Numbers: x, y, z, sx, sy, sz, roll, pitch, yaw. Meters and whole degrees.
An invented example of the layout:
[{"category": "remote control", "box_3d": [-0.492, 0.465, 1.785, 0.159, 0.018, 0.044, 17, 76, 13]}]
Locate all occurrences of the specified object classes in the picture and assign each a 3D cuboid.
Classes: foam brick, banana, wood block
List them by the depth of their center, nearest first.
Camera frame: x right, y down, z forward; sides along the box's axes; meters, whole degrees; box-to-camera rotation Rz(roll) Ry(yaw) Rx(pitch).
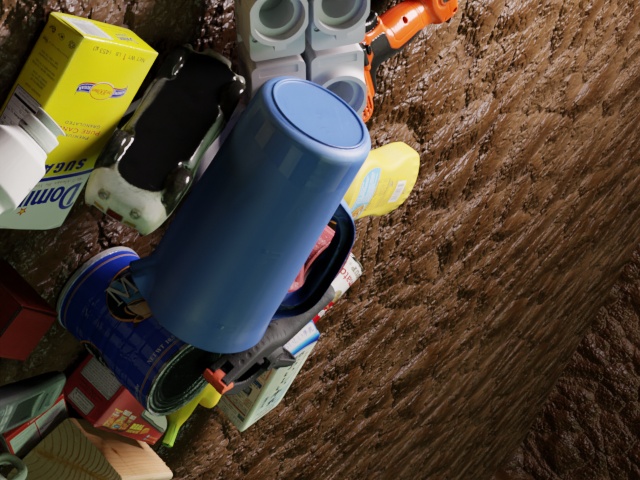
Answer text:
[{"category": "foam brick", "box_3d": [-0.273, 0.056, 0.901, 0.051, 0.078, 0.053, -52, 154, 5]}, {"category": "banana", "box_3d": [-0.135, 0.162, 1.136, 0.197, 0.037, 0.070, -17, 132, -81]}, {"category": "wood block", "box_3d": [-0.246, 0.258, 1.174, 0.090, 0.091, 0.206, -44, 167, -3]}]

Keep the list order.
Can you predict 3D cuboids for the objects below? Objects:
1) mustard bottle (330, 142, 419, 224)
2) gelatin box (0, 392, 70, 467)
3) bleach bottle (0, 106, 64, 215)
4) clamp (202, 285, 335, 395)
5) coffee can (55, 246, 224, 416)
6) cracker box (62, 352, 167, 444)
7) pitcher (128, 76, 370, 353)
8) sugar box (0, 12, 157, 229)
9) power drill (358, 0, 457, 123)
[{"category": "mustard bottle", "box_3d": [0.044, -0.067, 1.305, 0.191, 0.058, 0.096, -16, 140, -53]}, {"category": "gelatin box", "box_3d": [-0.300, 0.194, 1.113, 0.073, 0.030, 0.089, -39, 156, -27]}, {"category": "bleach bottle", "box_3d": [-0.285, -0.001, 0.760, 0.250, 0.103, 0.068, -45, 112, -11]}, {"category": "clamp", "box_3d": [-0.057, 0.115, 1.080, 0.171, 0.039, 0.120, -30, 150, -42]}, {"category": "coffee can", "box_3d": [-0.174, 0.087, 1.041, 0.102, 0.140, 0.103, -40, 154, -24]}, {"category": "cracker box", "box_3d": [-0.168, 0.116, 1.183, 0.213, 0.072, 0.164, -50, 158, -4]}, {"category": "pitcher", "box_3d": [-0.048, -0.021, 0.957, 0.149, 0.145, 0.243, -33, 161, -54]}, {"category": "sugar box", "box_3d": [-0.208, -0.089, 0.843, 0.093, 0.048, 0.176, -1, 126, -60]}, {"category": "power drill", "box_3d": [0.056, -0.230, 1.067, 0.187, 0.057, 0.184, -46, 145, -21]}]
